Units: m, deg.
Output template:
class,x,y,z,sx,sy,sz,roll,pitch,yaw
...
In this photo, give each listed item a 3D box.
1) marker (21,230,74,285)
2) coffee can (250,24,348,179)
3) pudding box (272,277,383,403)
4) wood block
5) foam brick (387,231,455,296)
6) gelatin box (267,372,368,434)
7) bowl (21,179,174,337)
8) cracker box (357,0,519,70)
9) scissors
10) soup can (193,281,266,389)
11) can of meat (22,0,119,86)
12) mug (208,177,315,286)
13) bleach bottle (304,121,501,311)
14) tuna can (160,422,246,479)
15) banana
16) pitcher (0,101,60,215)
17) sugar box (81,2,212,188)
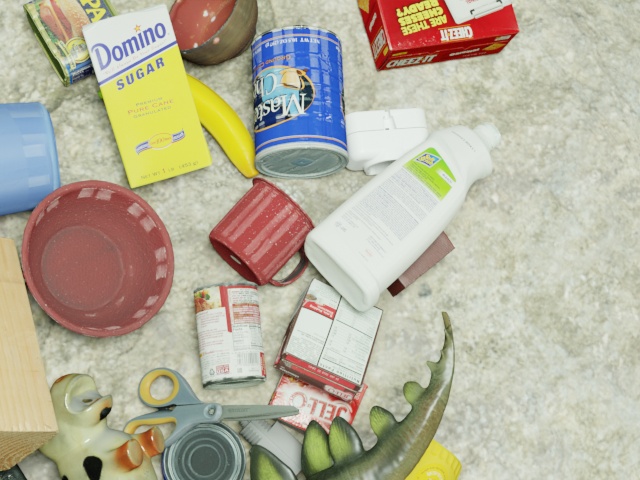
class,x,y,z,sx,sy,sz,roll,pitch,yaw
marker,-0.302,0.032,1.105,0.020,0.020,0.121,45,71,3
coffee can,-0.023,-0.149,1.169,0.102,0.103,0.140,0,75,-12
pudding box,0.010,0.103,1.120,0.090,0.039,0.113,26,48,-5
wood block,-0.324,0.102,0.994,0.090,0.090,0.206,13,49,-49
foam brick,0.099,0.016,1.175,0.078,0.053,0.051,-37,85,-17
gelatin box,-0.004,0.168,1.123,0.089,0.030,0.073,26,71,-3
bowl,-0.233,0.023,1.089,0.161,0.055,0.162,9,72,-31
cracker box,0.123,-0.319,1.263,0.164,0.072,0.214,-11,78,-14
scissors,-0.112,0.154,1.055,0.202,0.016,0.096,-21,56,21
soup can,-0.093,0.099,1.104,0.068,0.069,0.102,-4,76,-13
can of meat,-0.264,-0.230,1.166,0.083,0.057,0.102,-29,83,-15
mug,-0.057,0.001,1.136,0.081,0.093,0.117,-48,125,-14
bleach bottle,0.104,-0.040,1.133,0.250,0.068,0.102,-39,76,-21
tuna can,-0.119,0.224,1.082,0.086,0.034,0.086,3,74,-11
banana,-0.143,-0.143,1.180,0.198,0.037,0.070,28,98,0
pitcher,-0.384,-0.068,1.053,0.242,0.145,0.149,-9,70,-18
sugar box,-0.183,-0.153,1.130,0.093,0.048,0.176,-17,103,-5
